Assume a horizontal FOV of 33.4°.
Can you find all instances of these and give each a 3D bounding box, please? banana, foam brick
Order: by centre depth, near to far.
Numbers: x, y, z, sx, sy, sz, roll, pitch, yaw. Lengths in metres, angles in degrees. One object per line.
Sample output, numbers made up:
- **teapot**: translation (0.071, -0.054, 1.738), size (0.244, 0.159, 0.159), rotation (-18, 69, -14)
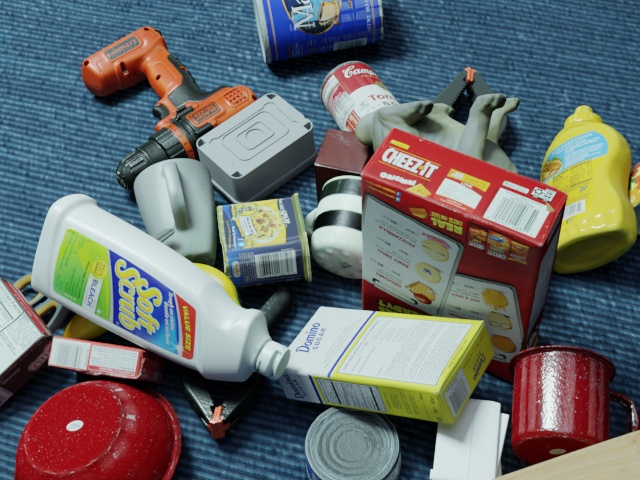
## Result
- **banana**: translation (-0.160, 0.057, 1.028), size (0.198, 0.037, 0.069), rotation (-9, 50, 20)
- **foam brick**: translation (0.026, -0.069, 1.108), size (0.051, 0.078, 0.053), rotation (13, 56, 12)

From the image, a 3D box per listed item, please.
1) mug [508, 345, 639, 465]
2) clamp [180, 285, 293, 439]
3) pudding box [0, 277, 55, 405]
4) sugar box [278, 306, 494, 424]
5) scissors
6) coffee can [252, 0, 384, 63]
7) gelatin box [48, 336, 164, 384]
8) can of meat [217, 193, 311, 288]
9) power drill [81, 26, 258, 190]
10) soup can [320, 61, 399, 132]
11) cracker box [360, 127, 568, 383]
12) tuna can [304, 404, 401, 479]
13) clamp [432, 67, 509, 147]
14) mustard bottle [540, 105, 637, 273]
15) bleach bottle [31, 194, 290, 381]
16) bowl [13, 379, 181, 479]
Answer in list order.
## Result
- **mug**: translation (0.219, 0.150, 0.926), size (0.117, 0.093, 0.081), rotation (14, 59, -7)
- **clamp**: translation (-0.080, 0.106, 1.012), size (0.120, 0.039, 0.171), rotation (-11, 50, 3)
- **pudding box**: translation (-0.315, 0.105, 1.016), size (0.113, 0.039, 0.090), rotation (-43, 58, -5)
- **sugar box**: translation (0.055, 0.108, 0.950), size (0.177, 0.048, 0.093), rotation (1, 37, 38)
- **scissors**: translation (-0.240, 0.031, 1.060), size (0.201, 0.016, 0.096), rotation (-41, 48, -2)
- **coffee can**: translation (-0.005, -0.269, 1.244), size (0.140, 0.103, 0.103), rotation (-11, 53, -3)
- **gelatin box**: translation (-0.197, 0.113, 0.994), size (0.089, 0.073, 0.030), rotation (7, 80, 9)
- **can of meat**: translation (-0.057, 0.001, 1.061), size (0.084, 0.057, 0.102), rotation (-7, 35, -4)
- **power drill**: translation (-0.188, -0.150, 1.203), size (0.184, 0.057, 0.188), rotation (-34, 60, -23)
- **soup can**: translation (0.049, -0.140, 1.154), size (0.068, 0.068, 0.102), rotation (-20, 44, -10)
- **cracker box**: translation (0.122, 0.017, 0.950), size (0.164, 0.214, 0.072), rotation (23, 57, 20)
- **tuna can**: translation (0.028, 0.188, 0.943), size (0.086, 0.034, 0.086), rotation (-3, 53, 3)
- **clamp**: translation (0.143, -0.098, 1.144), size (0.164, 0.036, 0.210), rotation (0, 57, 4)
- **mustard bottle**: translation (0.268, -0.063, 1.079), size (0.096, 0.058, 0.191), rotation (-30, 39, 40)
- **bleach bottle**: translation (-0.139, 0.051, 0.967), size (0.251, 0.103, 0.068), rotation (24, 17, 17)
- **bowl**: translation (-0.206, 0.179, 0.938), size (0.162, 0.055, 0.162), rotation (-10, 46, 11)
